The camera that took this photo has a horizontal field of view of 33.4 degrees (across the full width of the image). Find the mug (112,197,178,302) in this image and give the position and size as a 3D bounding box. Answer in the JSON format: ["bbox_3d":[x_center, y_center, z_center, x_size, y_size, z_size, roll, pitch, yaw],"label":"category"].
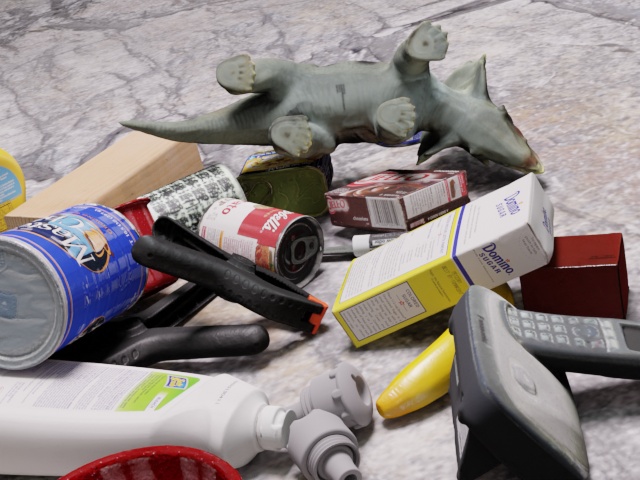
[{"bbox_3d":[-0.180,0.015,0.972,0.093,0.081,0.117,-25,-2,-15],"label":"mug"}]

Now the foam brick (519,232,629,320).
[{"bbox_3d":[0.198,0.030,0.836,0.078,0.051,0.053,-3,29,22],"label":"foam brick"}]

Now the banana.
[{"bbox_3d":[0.107,0.073,0.817,0.070,0.037,0.197,-24,14,36],"label":"banana"}]

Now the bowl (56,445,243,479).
[{"bbox_3d":[-0.116,0.196,0.648,0.162,0.055,0.162,-11,26,5],"label":"bowl"}]

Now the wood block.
[{"bbox_3d":[-0.216,-0.034,1.122,0.091,0.090,0.205,4,31,32],"label":"wood block"}]

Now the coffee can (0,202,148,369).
[{"bbox_3d":[-0.215,0.033,0.856,0.103,0.103,0.140,-4,11,19],"label":"coffee can"}]

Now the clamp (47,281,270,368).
[{"bbox_3d":[-0.156,0.082,0.920,0.210,0.036,0.165,-16,21,-6],"label":"clamp"}]

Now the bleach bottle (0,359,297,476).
[{"bbox_3d":[-0.140,0.134,0.779,0.251,0.068,0.102,0,27,22],"label":"bleach bottle"}]

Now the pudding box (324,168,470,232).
[{"bbox_3d":[0.073,-0.040,1.028,0.089,0.039,0.114,-24,20,-34],"label":"pudding box"}]

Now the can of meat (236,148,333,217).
[{"bbox_3d":[-0.038,-0.062,1.131,0.102,0.057,0.084,-8,24,10],"label":"can of meat"}]

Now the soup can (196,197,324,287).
[{"bbox_3d":[-0.056,0.001,0.990,0.102,0.068,0.068,14,37,37],"label":"soup can"}]

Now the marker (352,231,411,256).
[{"bbox_3d":[0.089,0.000,0.949,0.121,0.020,0.020,-5,27,15],"label":"marker"}]

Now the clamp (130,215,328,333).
[{"bbox_3d":[-0.077,0.027,0.898,0.171,0.039,0.120,27,15,-13],"label":"clamp"}]

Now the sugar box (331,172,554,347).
[{"bbox_3d":[0.100,0.017,0.853,0.176,0.048,0.093,-24,20,25],"label":"sugar box"}]
